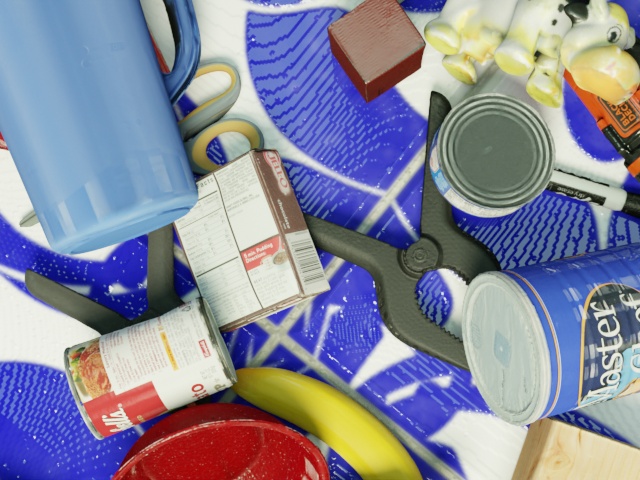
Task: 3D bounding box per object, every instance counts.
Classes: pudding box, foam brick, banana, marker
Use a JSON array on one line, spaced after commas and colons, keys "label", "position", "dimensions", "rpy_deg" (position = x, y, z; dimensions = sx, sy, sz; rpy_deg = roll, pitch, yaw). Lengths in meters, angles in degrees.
[{"label": "pudding box", "position": [-0.055, 0.001, 0.775], "dimensions": [0.090, 0.039, 0.113], "rpy_deg": [-24, 82, 32]}, {"label": "foam brick", "position": [0.040, -0.141, 0.779], "dimensions": [0.053, 0.078, 0.051], "rpy_deg": [-33, 86, 0]}, {"label": "banana", "position": [0.019, 0.155, 0.776], "dimensions": [0.069, 0.037, 0.198], "rpy_deg": [-40, 84, -2]}, {"label": "marker", "position": [0.193, -0.039, 0.791], "dimensions": [0.121, 0.020, 0.020], "rpy_deg": [18, 86, 4]}]

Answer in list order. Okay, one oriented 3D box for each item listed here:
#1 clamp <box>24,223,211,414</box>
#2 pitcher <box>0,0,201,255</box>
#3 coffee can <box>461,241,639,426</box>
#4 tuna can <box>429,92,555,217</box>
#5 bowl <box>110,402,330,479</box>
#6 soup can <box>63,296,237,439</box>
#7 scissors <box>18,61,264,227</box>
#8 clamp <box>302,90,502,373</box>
[{"label": "clamp", "position": [-0.140, 0.064, 0.791], "dimensions": [0.120, 0.039, 0.171], "rpy_deg": [-23, 84, 2]}, {"label": "pitcher", "position": [-0.164, -0.122, 0.740], "dimensions": [0.149, 0.145, 0.243], "rpy_deg": [-21, 88, 13]}, {"label": "coffee can", "position": [0.181, 0.059, 0.721], "dimensions": [0.140, 0.103, 0.103], "rpy_deg": [-11, 85, -19]}, {"label": "tuna can", "position": [0.122, -0.060, 0.763], "dimensions": [0.086, 0.034, 0.086], "rpy_deg": [1, 79, -6]}, {"label": "bowl", "position": [-0.077, 0.166, 0.748], "dimensions": [0.162, 0.055, 0.162], "rpy_deg": [-9, 128, -12]}, {"label": "soup can", "position": [-0.117, 0.087, 0.738], "dimensions": [0.102, 0.068, 0.068], "rpy_deg": [-22, 85, -3]}, {"label": "scissors", "position": [-0.126, -0.050, 0.812], "dimensions": [0.202, 0.016, 0.096], "rpy_deg": [-45, 85, -1]}, {"label": "clamp", "position": [0.061, 0.014, 0.785], "dimensions": [0.164, 0.036, 0.210], "rpy_deg": [-26, 81, 1]}]
